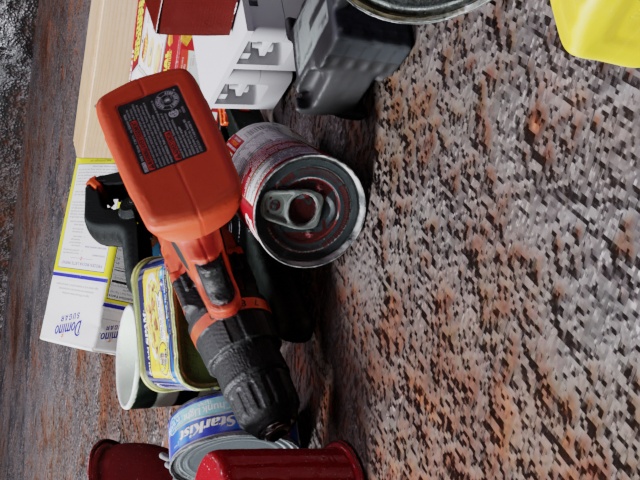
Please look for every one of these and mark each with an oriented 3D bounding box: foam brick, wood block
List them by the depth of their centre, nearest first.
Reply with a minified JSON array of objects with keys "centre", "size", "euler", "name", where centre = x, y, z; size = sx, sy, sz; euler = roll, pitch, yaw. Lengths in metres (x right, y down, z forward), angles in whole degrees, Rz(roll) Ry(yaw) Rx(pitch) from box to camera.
[{"centre":[-0.087,-0.176,0.694],"size":[0.053,0.051,0.078],"euler":[111,148,-41],"name":"foam brick"},{"centre":[-0.201,-0.184,1.129],"size":[0.090,0.090,0.206],"euler":[-123,42,-60],"name":"wood block"}]

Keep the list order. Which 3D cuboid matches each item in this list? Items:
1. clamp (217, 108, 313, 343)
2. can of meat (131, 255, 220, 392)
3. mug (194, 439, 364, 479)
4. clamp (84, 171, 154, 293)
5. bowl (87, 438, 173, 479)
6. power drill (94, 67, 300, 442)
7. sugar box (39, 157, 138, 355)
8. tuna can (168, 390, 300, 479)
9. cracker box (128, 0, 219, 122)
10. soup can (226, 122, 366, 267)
[{"centre":[-0.055,0.001,0.783],"size":[0.165,0.036,0.210],"euler":[131,135,-57],"name":"clamp"},{"centre":[-0.093,0.057,0.760],"size":[0.084,0.057,0.102],"euler":[166,99,-64],"name":"can of meat"},{"centre":[-0.030,0.168,0.621],"size":[0.117,0.081,0.093],"euler":[117,149,-46],"name":"mug"},{"centre":[-0.149,-0.013,0.875],"size":[0.172,0.120,0.039],"euler":[13,140,44],"name":"clamp"},{"centre":[-0.113,0.215,0.808],"size":[0.162,0.055,0.162],"euler":[-25,-89,-86],"name":"bowl"},{"centre":[-0.066,0.009,0.613],"size":[0.187,0.057,0.184],"euler":[84,160,-58],"name":"power drill"},{"centre":[-0.202,0.013,0.985],"size":[0.094,0.048,0.176],"euler":[5,85,46],"name":"sugar box"},{"centre":[-0.056,0.130,0.691],"size":[0.086,0.086,0.034],"euler":[120,149,-49],"name":"tuna can"},{"centre":[-0.117,-0.146,0.927],"size":[0.214,0.072,0.164],"euler":[-154,71,-69],"name":"cracker box"},{"centre":[-0.021,-0.031,0.655],"size":[0.102,0.068,0.068],"euler":[-136,54,-64],"name":"soup can"}]
